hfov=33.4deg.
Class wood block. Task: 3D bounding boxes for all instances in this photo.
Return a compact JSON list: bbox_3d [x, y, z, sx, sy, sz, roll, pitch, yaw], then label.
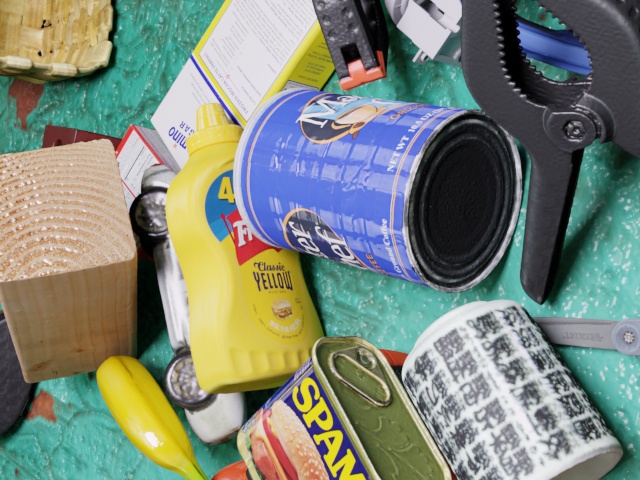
[{"bbox_3d":[-0.183,0.022,0.767,0.206,0.090,0.091,109,148,-63],"label":"wood block"}]

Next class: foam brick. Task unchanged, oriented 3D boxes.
[{"bbox_3d":[-0.203,-0.053,0.894,0.053,0.051,0.078,11,92,45],"label":"foam brick"}]

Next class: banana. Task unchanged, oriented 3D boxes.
[{"bbox_3d":[-0.131,0.117,0.756,0.198,0.037,0.069,32,144,61],"label":"banana"}]

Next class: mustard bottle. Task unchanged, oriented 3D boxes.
[{"bbox_3d":[-0.054,0.001,0.701,0.058,0.096,0.191,-25,73,41],"label":"mustard bottle"}]

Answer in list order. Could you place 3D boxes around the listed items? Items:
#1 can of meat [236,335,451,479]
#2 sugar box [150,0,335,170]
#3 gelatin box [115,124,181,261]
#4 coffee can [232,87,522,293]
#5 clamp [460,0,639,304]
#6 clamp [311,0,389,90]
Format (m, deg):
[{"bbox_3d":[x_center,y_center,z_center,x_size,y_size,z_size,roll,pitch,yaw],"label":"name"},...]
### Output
[{"bbox_3d":[0.009,0.117,0.582,0.084,0.057,0.102,-48,58,31],"label":"can of meat"},{"bbox_3d":[-0.046,-0.120,0.759,0.176,0.048,0.093,-53,54,29],"label":"sugar box"},{"bbox_3d":[-0.137,-0.037,0.843,0.089,0.030,0.073,48,115,37],"label":"gelatin box"},{"bbox_3d":[0.032,-0.033,0.630,0.141,0.102,0.103,15,94,44],"label":"coffee can"},{"bbox_3d":[0.123,-0.055,0.517,0.165,0.036,0.210,-25,111,43],"label":"clamp"},{"bbox_3d":[0.016,-0.171,0.664,0.039,0.120,0.171,-16,78,26],"label":"clamp"}]
